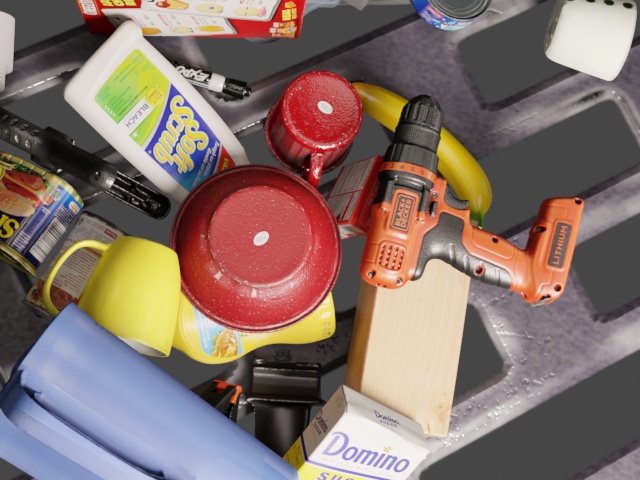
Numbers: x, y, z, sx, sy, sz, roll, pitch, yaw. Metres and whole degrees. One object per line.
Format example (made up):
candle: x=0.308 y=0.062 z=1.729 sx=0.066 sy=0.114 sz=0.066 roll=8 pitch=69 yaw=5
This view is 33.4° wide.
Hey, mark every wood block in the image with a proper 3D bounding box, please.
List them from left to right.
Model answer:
wood block: x=0.083 y=0.079 z=1.026 sx=0.090 sy=0.090 sz=0.206 roll=11 pitch=78 yaw=-8

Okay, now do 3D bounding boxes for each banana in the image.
banana: x=0.111 y=-0.094 z=1.079 sx=0.198 sy=0.069 sz=0.037 roll=47 pitch=120 yaw=6

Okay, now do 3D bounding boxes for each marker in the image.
marker: x=-0.128 y=-0.166 z=1.071 sx=0.121 sy=0.020 sz=0.020 roll=16 pitch=77 yaw=-7

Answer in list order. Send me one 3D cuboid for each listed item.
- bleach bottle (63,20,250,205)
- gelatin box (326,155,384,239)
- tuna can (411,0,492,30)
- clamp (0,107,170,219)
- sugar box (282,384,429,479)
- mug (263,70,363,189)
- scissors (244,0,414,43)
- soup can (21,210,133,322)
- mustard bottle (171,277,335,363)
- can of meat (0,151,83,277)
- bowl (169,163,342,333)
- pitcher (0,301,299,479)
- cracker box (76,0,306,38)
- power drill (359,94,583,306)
bleach bottle: x=-0.123 y=-0.089 z=1.030 sx=0.251 sy=0.068 sz=0.102 roll=42 pitch=83 yaw=-7
gelatin box: x=0.036 y=-0.040 z=1.039 sx=0.030 sy=0.089 sz=0.073 roll=29 pitch=76 yaw=-19
tuna can: x=0.137 y=-0.265 z=1.120 sx=0.086 sy=0.034 sz=0.086 roll=4 pitch=77 yaw=-19
clamp: x=-0.244 y=-0.082 z=0.977 sx=0.210 sy=0.164 sz=0.036 roll=28 pitch=86 yaw=6
sugar box: x=0.008 y=0.220 z=0.952 sx=0.093 sy=0.048 sz=0.176 roll=29 pitch=112 yaw=-21
mug: x=-0.006 y=-0.106 z=1.048 sx=0.093 sy=0.081 sz=0.117 roll=9 pitch=78 yaw=-8
scissors: x=-0.001 y=-0.236 z=1.108 sx=0.201 sy=0.016 sz=0.096 roll=14 pitch=79 yaw=-7
soup can: x=-0.221 y=0.032 z=0.993 sx=0.068 sy=0.068 sz=0.102 roll=31 pitch=75 yaw=-3
mustard bottle: x=-0.086 y=0.065 z=1.012 sx=0.191 sy=0.058 sz=0.096 roll=-13 pitch=105 yaw=-11
can of meat: x=-0.281 y=-0.027 z=0.985 sx=0.102 sy=0.057 sz=0.084 roll=25 pitch=71 yaw=26
bowl: x=-0.056 y=0.001 z=0.968 sx=0.162 sy=0.055 sz=0.162 roll=1 pitch=78 yaw=-7
pitcher: x=-0.141 y=0.168 z=0.844 sx=0.243 sy=0.145 sz=0.149 roll=34 pitch=43 yaw=-3
cracker box: x=-0.119 y=-0.249 z=1.002 sx=0.213 sy=0.164 sz=0.072 roll=1 pitch=82 yaw=-4
power drill: x=0.141 y=-0.028 z=0.980 sx=0.187 sy=0.057 sz=0.184 roll=16 pitch=81 yaw=-3
